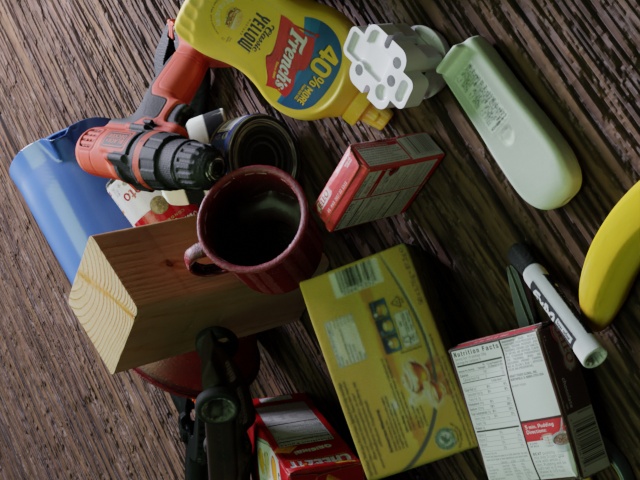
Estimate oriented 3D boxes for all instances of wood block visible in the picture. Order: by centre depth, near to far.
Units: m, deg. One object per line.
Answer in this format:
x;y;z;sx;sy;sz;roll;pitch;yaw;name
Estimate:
-0.107;0.036;0.965;0.091;0.205;0.090;52;135;28;wood block

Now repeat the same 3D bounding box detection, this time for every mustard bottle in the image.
-0.020;-0.156;0.880;0.191;0.058;0.096;37;116;-1;mustard bottle

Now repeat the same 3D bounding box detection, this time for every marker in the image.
0.165;0.042;0.759;0.121;0.020;0.020;-117;37;-46;marker

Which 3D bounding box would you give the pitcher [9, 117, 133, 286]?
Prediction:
-0.232;-0.001;1.180;0.145;0.149;0.243;-37;74;33;pitcher

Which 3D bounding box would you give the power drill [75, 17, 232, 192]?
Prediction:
-0.116;-0.124;0.953;0.185;0.187;0.057;12;150;42;power drill

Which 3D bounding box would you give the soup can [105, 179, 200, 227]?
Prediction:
-0.166;-0.033;1.103;0.102;0.068;0.069;54;139;1;soup can

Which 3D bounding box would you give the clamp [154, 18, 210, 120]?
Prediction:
-0.134;-0.136;1.082;0.120;0.039;0.171;33;131;33;clamp

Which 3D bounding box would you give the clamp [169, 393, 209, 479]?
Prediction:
-0.127;0.203;1.101;0.210;0.036;0.164;126;137;-66;clamp

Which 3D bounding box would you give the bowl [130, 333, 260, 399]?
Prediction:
-0.123;0.078;1.036;0.162;0.161;0.055;49;126;30;bowl

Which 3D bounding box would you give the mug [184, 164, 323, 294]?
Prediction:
-0.056;0.001;0.884;0.093;0.117;0.081;66;-175;24;mug

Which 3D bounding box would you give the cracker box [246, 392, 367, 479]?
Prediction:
-0.010;0.243;0.952;0.214;0.072;0.164;-152;55;-74;cracker box

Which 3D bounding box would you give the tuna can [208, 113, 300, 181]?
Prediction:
-0.060;-0.072;0.972;0.034;0.085;0.086;-4;97;49;tuna can

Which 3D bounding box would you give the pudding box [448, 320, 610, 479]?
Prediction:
0.151;0.121;0.784;0.090;0.039;0.113;-21;82;49;pudding box

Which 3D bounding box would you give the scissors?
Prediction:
0.184;0.119;0.788;0.096;0.016;0.202;3;103;48;scissors

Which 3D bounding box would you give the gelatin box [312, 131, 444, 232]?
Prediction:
0.045;-0.048;0.849;0.030;0.089;0.073;55;136;24;gelatin box
